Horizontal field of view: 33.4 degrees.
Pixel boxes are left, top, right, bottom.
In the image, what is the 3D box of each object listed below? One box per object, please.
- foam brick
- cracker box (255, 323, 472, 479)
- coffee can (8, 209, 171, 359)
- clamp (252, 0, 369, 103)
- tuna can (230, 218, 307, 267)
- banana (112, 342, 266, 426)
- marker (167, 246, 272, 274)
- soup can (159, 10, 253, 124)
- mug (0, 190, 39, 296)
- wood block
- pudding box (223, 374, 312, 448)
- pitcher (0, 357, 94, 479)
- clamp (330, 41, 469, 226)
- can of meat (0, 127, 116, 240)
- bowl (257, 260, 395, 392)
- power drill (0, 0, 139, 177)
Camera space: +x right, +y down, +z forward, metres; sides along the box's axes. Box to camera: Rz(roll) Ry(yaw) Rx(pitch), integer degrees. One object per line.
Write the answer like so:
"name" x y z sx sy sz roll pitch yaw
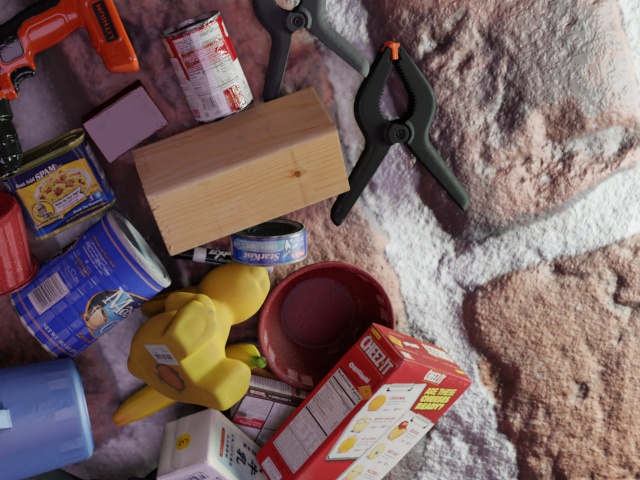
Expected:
"foam brick" -0.208 -0.127 1.133 0.078 0.051 0.053 -33 110 -2
"cracker box" 0.050 0.204 1.226 0.214 0.072 0.164 -50 144 12
"coffee can" -0.247 0.049 1.149 0.140 0.103 0.102 -38 110 1
"clamp" -0.015 -0.234 1.149 0.120 0.039 0.171 -13 111 -9
"tuna can" -0.058 0.001 1.186 0.086 0.086 0.034 -4 106 -11
"banana" -0.147 0.158 1.222 0.198 0.069 0.037 -25 91 13
"marker" -0.114 0.020 1.215 0.121 0.020 0.020 10 104 -15
"soup can" -0.119 -0.182 1.127 0.068 0.068 0.102 -24 110 -5
"mug" -0.348 -0.005 1.105 0.093 0.117 0.081 -17 125 -21
"wood block" -0.085 -0.074 1.141 0.206 0.090 0.091 -20 134 -6
"pudding box" -0.067 0.215 1.258 0.090 0.039 0.114 15 124 -17
"pitcher" -0.355 0.193 1.065 0.242 0.149 0.145 -12 122 -15
"clamp" 0.077 -0.116 1.206 0.164 0.036 0.210 -14 107 -9
"can of meat" -0.278 -0.059 1.135 0.102 0.057 0.084 -26 112 -3
"bowl" 0.003 0.093 1.242 0.162 0.055 0.162 -3 107 -11
"power drill" -0.284 -0.176 1.080 0.187 0.057 0.184 -22 93 -8
